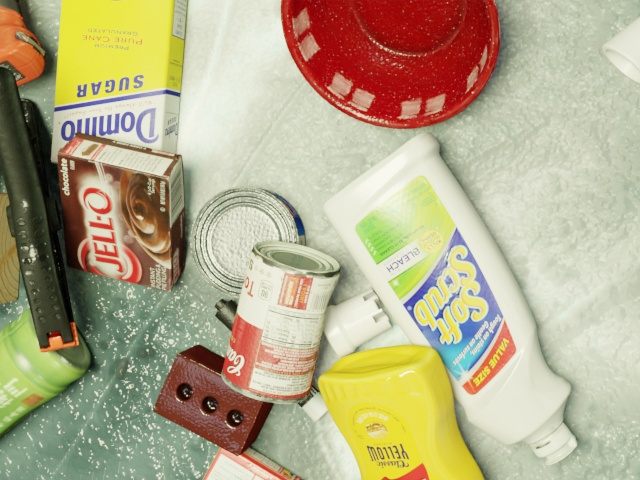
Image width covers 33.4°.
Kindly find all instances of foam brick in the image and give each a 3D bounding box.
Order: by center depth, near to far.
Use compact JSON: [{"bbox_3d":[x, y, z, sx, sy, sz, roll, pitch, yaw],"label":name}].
[{"bbox_3d":[-0.079,0.123,0.829,0.078,0.051,0.053,25,97,9],"label":"foam brick"}]

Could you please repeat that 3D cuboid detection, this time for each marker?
[{"bbox_3d":[-0.039,0.092,0.836,0.020,0.020,0.121,-45,84,9],"label":"marker"}]

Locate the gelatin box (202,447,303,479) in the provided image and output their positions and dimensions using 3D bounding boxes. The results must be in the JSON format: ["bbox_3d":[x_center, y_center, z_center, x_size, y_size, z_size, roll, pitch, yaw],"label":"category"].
[{"bbox_3d":[-0.063,0.212,0.841,0.073,0.030,0.089,30,98,7],"label":"gelatin box"}]

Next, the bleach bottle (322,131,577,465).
[{"bbox_3d":[0.111,0.049,0.785,0.103,0.068,0.251,-36,88,13],"label":"bleach bottle"}]

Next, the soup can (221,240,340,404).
[{"bbox_3d":[-0.028,0.059,0.779,0.068,0.068,0.102,17,105,10],"label":"soup can"}]

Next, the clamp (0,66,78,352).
[{"bbox_3d":[-0.217,-0.023,0.807,0.036,0.165,0.210,-11,98,-9],"label":"clamp"}]

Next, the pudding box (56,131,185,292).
[{"bbox_3d":[-0.151,-0.021,0.819,0.090,0.039,0.113,12,126,9],"label":"pudding box"}]

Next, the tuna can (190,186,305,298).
[{"bbox_3d":[-0.055,0.001,0.828,0.086,0.033,0.086,0,92,11],"label":"tuna can"}]

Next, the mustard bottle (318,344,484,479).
[{"bbox_3d":[0.072,0.174,0.786,0.096,0.058,0.191,-12,105,36],"label":"mustard bottle"}]

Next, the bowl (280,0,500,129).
[{"bbox_3d":[0.055,-0.163,0.769,0.162,0.055,0.162,13,128,16],"label":"bowl"}]

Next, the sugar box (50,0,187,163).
[{"bbox_3d":[-0.157,-0.144,0.836,0.093,0.048,0.176,5,92,10],"label":"sugar box"}]
